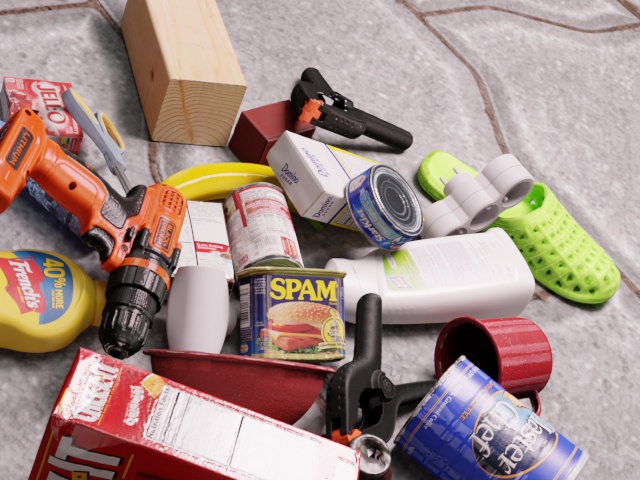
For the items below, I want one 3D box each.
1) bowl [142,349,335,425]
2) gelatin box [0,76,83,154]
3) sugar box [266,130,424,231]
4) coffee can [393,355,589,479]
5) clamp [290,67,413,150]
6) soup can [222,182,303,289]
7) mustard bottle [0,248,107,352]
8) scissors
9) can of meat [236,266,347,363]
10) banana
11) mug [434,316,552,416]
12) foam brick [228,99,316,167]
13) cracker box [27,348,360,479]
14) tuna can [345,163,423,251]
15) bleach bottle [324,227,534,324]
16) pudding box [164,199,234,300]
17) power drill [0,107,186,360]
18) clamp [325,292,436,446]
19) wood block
[{"bbox_3d":[-0.070,0.126,0.888,0.162,0.162,0.055,9,81,-20],"label":"bowl"},{"bbox_3d":[-0.289,-0.130,1.104,0.073,0.030,0.089,3,46,-26],"label":"gelatin box"},{"bbox_3d":[0.028,-0.054,1.140,0.175,0.048,0.093,11,38,-46],"label":"sugar box"},{"bbox_3d":[0.151,0.185,0.948,0.140,0.103,0.102,39,42,14],"label":"coffee can"},{"bbox_3d":[0.012,-0.158,1.244,0.165,0.036,0.209,37,17,17],"label":"clamp"},{"bbox_3d":[-0.057,0.001,1.060,0.068,0.069,0.102,6,45,-23],"label":"soup can"},{"bbox_3d":[-0.257,0.050,0.909,0.191,0.058,0.096,5,46,-24],"label":"mustard bottle"},{"bbox_3d":[-0.214,-0.090,1.048,0.096,0.016,0.202,48,6,-32],"label":"scissors"},{"bbox_3d":[-0.026,0.070,0.986,0.101,0.058,0.084,4,80,-28],"label":"can of meat"},{"bbox_3d":[-0.088,-0.053,1.125,0.197,0.037,0.069,6,44,-23],"label":"banana"},{"bbox_3d":[0.176,0.127,1.038,0.081,0.093,0.117,-2,52,-36],"label":"mug"},{"bbox_3d":[-0.055,-0.117,1.198,0.078,0.053,0.051,-21,59,-43],"label":"foam brick"},{"bbox_3d":[-0.100,0.187,0.766,0.213,0.164,0.072,21,39,-7],"label":"cracker box"},{"bbox_3d":[0.066,-0.034,1.080,0.086,0.034,0.086,34,39,-34],"label":"tuna can"},{"bbox_3d":[0.094,0.040,1.106,0.250,0.068,0.103,-2,44,-26],"label":"bleach bottle"},{"bbox_3d":[-0.135,0.008,1.035,0.090,0.039,0.113,6,42,-20],"label":"pudding box"},{"bbox_3d":[-0.204,-0.010,0.896,0.187,0.057,0.184,37,39,-26],"label":"power drill"},{"bbox_3d":[0.054,0.139,0.970,0.120,0.039,0.171,46,41,-16],"label":"clamp"},{"bbox_3d":[-0.160,-0.211,1.213,0.090,0.091,0.206,2,46,-26],"label":"wood block"}]
